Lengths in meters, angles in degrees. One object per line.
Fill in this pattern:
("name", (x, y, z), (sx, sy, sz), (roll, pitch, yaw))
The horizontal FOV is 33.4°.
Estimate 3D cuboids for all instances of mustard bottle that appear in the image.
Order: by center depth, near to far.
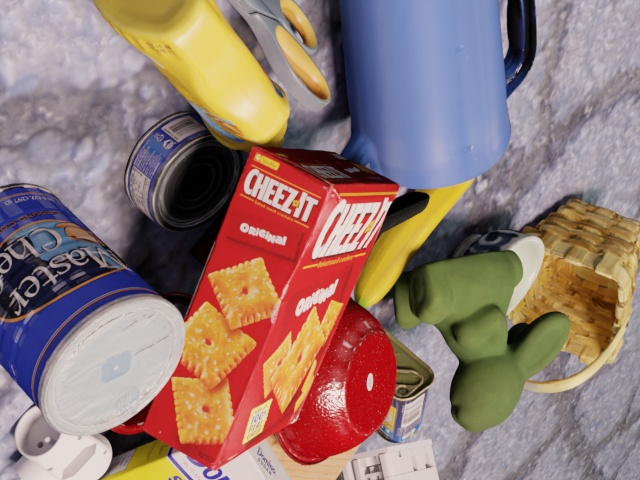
("mustard bottle", (-0.069, -0.110, 0.701), (0.058, 0.096, 0.191), (-49, 147, -5))

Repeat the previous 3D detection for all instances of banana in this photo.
("banana", (0.089, -0.006, 1.029), (0.037, 0.070, 0.198), (31, 100, -20))

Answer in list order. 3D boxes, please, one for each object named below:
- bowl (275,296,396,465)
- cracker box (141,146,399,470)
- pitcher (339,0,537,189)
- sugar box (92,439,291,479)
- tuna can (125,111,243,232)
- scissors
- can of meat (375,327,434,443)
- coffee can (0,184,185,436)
("bowl", (0.022, 0.122, 0.940), (0.161, 0.055, 0.162), (-10, 102, -57))
("cracker box", (-0.030, 0.043, 0.777), (0.214, 0.072, 0.164), (-66, 164, 11))
("pitcher", (0.084, -0.171, 0.805), (0.243, 0.145, 0.149), (79, 23, -46))
("sugar box", (-0.119, 0.211, 0.883), (0.176, 0.093, 0.048), (-24, -163, 20))
("tuna can", (-0.098, -0.049, 0.783), (0.086, 0.034, 0.086), (-31, 142, -29))
("scissors", (-0.051, -0.173, 0.723), (0.016, 0.096, 0.201), (-24, 124, 23))
("can of meat", (0.066, 0.152, 1.119), (0.057, 0.102, 0.084), (-30, 143, -31))
("coffee can", (-0.169, 0.042, 0.685), (0.102, 0.140, 0.103), (-31, 142, -29))
